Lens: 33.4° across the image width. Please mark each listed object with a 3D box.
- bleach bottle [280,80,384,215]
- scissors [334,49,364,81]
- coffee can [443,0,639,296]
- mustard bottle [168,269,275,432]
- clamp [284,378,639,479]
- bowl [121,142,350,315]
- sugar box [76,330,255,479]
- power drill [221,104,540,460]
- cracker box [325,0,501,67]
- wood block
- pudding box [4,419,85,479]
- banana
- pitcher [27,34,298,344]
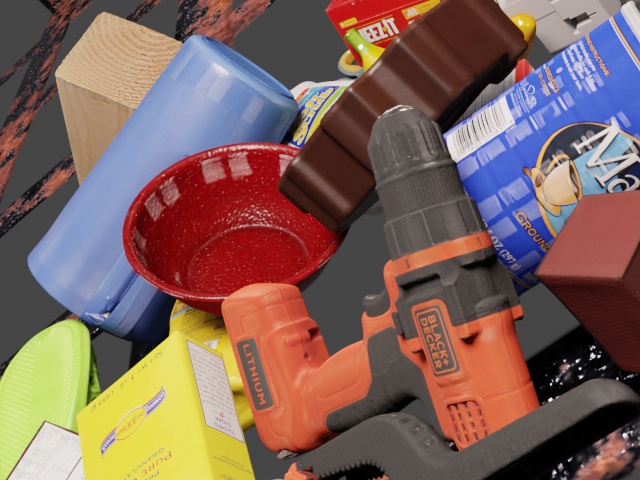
[{"bbox_3d":[0.001,-0.087,0.902,0.102,0.068,0.251,-54,23,-7],"label":"bleach bottle"},{"bbox_3d":[0.045,-0.135,0.956,0.096,0.016,0.202,-45,26,5],"label":"scissors"},{"bbox_3d":[0.140,-0.048,0.587,0.140,0.102,0.103,-35,28,22],"label":"coffee can"},{"bbox_3d":[-0.068,0.059,0.791,0.096,0.058,0.191,-22,33,22],"label":"mustard bottle"},{"bbox_3d":[0.053,0.122,0.487,0.210,0.036,0.164,17,85,58],"label":"clamp"},{"bbox_3d":[-0.055,0.001,0.755,0.162,0.055,0.162,-5,44,5],"label":"bowl"},{"bbox_3d":[-0.081,0.144,0.579,0.093,0.048,0.176,-41,39,17],"label":"sugar box"},{"bbox_3d":[0.023,0.039,0.584,0.057,0.184,0.188,-11,-8,-40],"label":"power drill"},{"bbox_3d":[0.118,-0.254,0.922,0.164,0.072,0.213,-13,36,37],"label":"cracker box"},{"bbox_3d":[-0.191,-0.114,1.064,0.206,0.090,0.090,98,-162,-59],"label":"wood block"},{"bbox_3d":[-0.161,0.182,0.719,0.114,0.039,0.090,18,59,22],"label":"pudding box"},{"bbox_3d":[0.094,-0.135,0.823,0.198,0.069,0.037,6,52,49],"label":"banana"},{"bbox_3d":[-0.123,-0.040,0.878,0.149,0.144,0.243,40,102,23],"label":"pitcher"}]
